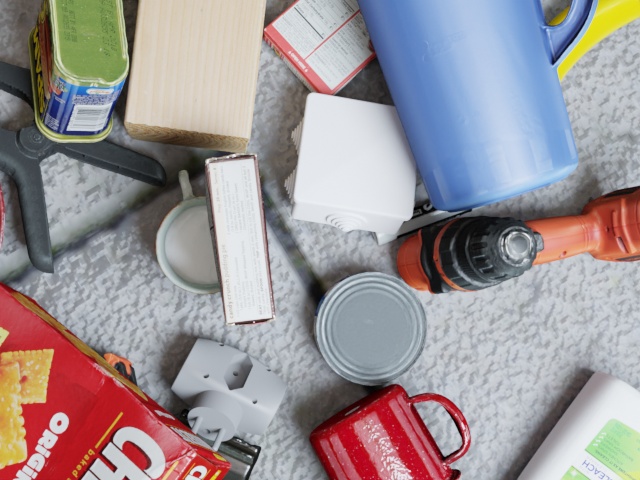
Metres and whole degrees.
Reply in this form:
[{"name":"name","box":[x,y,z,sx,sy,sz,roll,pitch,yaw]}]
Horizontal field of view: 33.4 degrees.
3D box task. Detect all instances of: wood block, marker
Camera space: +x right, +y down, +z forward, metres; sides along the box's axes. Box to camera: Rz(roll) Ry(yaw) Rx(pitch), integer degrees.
[{"name":"wood block","box":[-0.086,-0.176,0.788,0.090,0.090,0.206,6,87,-6]},{"name":"marker","box":[0.098,-0.025,0.837,0.121,0.020,0.020,-19,90,-6]}]

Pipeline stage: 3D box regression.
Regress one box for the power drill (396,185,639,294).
[{"name":"power drill","box":[0.164,-0.002,0.770,0.187,0.185,0.057,-8,89,-16]}]

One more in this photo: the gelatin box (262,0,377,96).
[{"name":"gelatin box","box":[0.011,-0.162,0.827,0.089,0.030,0.073,-43,91,-6]}]

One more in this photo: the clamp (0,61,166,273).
[{"name":"clamp","box":[-0.214,-0.062,0.794,0.171,0.039,0.120,40,67,1]}]

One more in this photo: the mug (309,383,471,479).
[{"name":"mug","box":[0.054,0.154,0.788,0.117,0.093,0.081,-31,86,18]}]

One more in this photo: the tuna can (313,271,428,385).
[{"name":"tuna can","box":[0.037,0.067,0.820,0.086,0.034,0.086,0,88,-6]}]

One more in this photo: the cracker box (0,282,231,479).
[{"name":"cracker box","box":[-0.196,0.152,0.733,0.214,0.072,0.164,34,84,26]}]

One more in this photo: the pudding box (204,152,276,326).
[{"name":"pudding box","box":[-0.055,0.001,0.732,0.039,0.090,0.113,-9,89,-6]}]

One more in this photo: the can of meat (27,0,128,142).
[{"name":"can of meat","box":[-0.173,-0.134,0.764,0.057,0.084,0.102,-2,69,-23]}]

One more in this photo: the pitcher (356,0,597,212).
[{"name":"pitcher","box":[0.105,-0.151,0.741,0.144,0.149,0.243,-19,94,-22]}]
